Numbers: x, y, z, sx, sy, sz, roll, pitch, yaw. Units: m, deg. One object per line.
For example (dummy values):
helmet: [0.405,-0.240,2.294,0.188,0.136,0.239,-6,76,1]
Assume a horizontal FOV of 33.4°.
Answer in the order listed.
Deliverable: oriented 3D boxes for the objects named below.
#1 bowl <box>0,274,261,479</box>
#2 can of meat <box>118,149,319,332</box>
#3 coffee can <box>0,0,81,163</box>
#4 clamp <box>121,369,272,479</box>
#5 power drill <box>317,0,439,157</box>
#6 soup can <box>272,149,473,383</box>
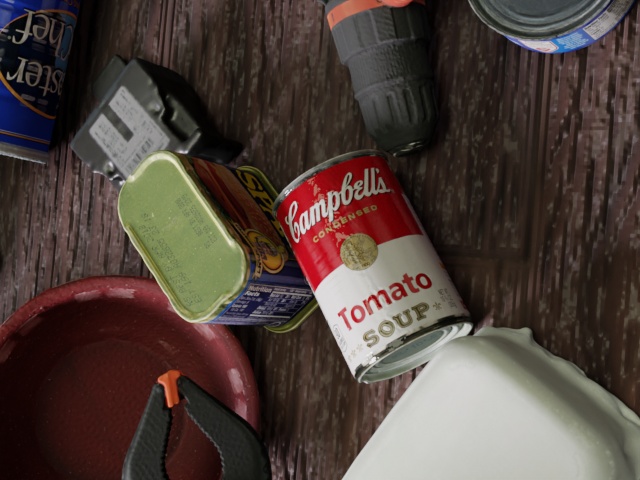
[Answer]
bowl: [-0.117,0.101,0.605,0.162,0.055,0.162,1,84,-12]
can of meat: [-0.054,0.001,0.588,0.057,0.083,0.102,-45,65,19]
coffee can: [-0.212,-0.129,0.685,0.103,0.102,0.140,14,92,31]
clamp: [-0.066,0.157,0.563,0.120,0.039,0.171,-24,83,-14]
power drill: [0.050,-0.145,0.506,0.188,0.057,0.184,-24,80,66]
soup can: [0.026,0.014,0.549,0.069,0.068,0.102,-35,69,23]
